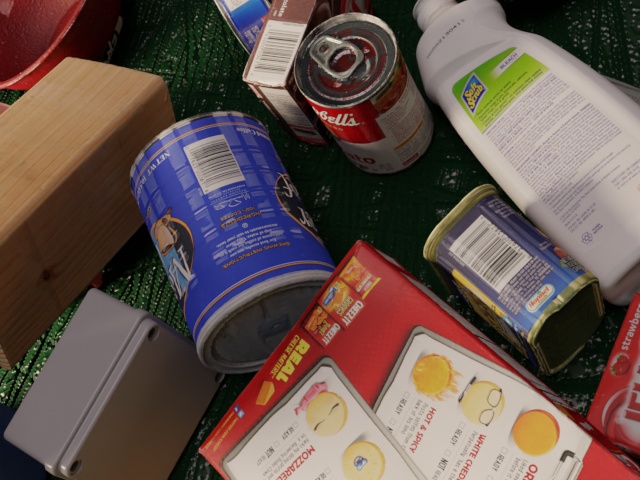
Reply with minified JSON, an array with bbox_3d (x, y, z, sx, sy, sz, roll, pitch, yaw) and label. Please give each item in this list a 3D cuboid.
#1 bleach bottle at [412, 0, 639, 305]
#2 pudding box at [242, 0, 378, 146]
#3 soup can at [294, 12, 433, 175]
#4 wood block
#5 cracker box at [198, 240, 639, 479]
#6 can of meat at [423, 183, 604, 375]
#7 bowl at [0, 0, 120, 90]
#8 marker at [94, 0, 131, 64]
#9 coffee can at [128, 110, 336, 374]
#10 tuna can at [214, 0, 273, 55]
[{"bbox_3d":[0.142,-0.081,0.677,0.103,0.068,0.251,-42,58,13],"label":"bleach bottle"},{"bbox_3d":[-0.004,-0.136,0.743,0.039,0.090,0.113,15,75,27],"label":"pudding box"},{"bbox_3d":[0.032,-0.094,0.704,0.069,0.102,0.068,-8,66,18],"label":"soup can"},{"bbox_3d":[-0.187,-0.026,0.718,0.090,0.091,0.205,15,47,25],"label":"wood block"},{"bbox_3d":[0.057,0.129,0.605,0.214,0.072,0.164,41,98,29],"label":"cracker box"},{"bbox_3d":[0.115,0.026,0.622,0.057,0.102,0.084,-45,62,-2],"label":"can of meat"},{"bbox_3d":[-0.209,-0.178,0.845,0.162,0.055,0.162,-21,54,32],"label":"bowl"},{"bbox_3d":[-0.176,-0.152,0.857,0.020,0.020,0.121,8,71,24],"label":"marker"},{"bbox_3d":[-0.055,0.001,0.696,0.103,0.102,0.140,-31,60,6],"label":"coffee can"},{"bbox_3d":[-0.052,-0.171,0.779,0.034,0.086,0.086,-30,61,8],"label":"tuna can"}]
